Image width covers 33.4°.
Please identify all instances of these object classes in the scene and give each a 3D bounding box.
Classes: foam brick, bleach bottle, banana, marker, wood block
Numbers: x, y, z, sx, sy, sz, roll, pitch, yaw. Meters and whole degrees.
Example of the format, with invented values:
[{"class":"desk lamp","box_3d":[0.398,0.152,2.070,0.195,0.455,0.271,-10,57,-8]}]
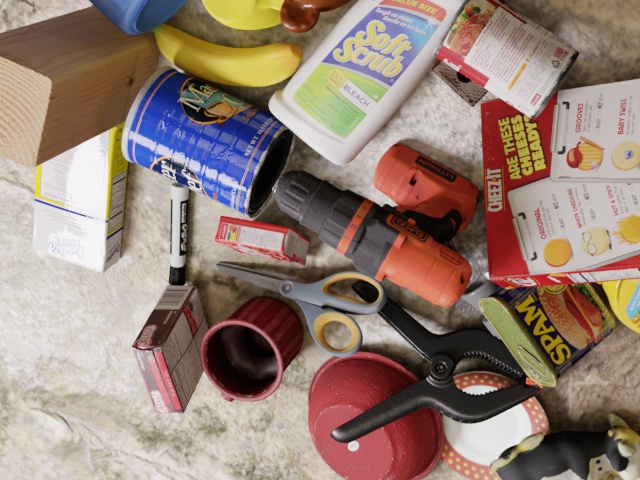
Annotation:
[{"class":"foam brick","box_3d":[0.148,-0.168,0.952,0.053,0.051,0.078,43,118,0]},{"class":"bleach bottle","box_3d":[0.062,-0.191,0.971,0.102,0.068,0.251,40,116,3]},{"class":"banana","box_3d":[-0.091,-0.176,1.025,0.198,0.069,0.037,17,74,30]},{"class":"marker","box_3d":[-0.153,-0.003,1.147,0.020,0.020,0.121,12,114,16]},{"class":"wood block","box_3d":[-0.245,-0.152,1.019,0.090,0.205,0.091,25,117,10]}]

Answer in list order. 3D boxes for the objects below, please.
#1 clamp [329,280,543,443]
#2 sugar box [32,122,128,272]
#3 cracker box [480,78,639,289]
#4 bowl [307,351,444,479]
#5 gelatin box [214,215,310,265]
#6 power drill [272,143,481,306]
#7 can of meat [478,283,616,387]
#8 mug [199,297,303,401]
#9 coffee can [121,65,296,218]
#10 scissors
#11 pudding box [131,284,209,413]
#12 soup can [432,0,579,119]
[{"class":"clamp","box_3d":[0.115,0.120,1.059,0.210,0.036,0.164,-1,74,9]},{"class":"sugar box","box_3d":[-0.258,-0.061,1.151,0.093,0.048,0.176,17,119,14]},{"class":"cracker box","box_3d":[0.252,-0.049,0.912,0.214,0.072,0.164,-6,75,23]},{"class":"bowl","box_3d":[0.045,0.200,1.116,0.162,0.055,0.162,12,117,26]},{"class":"gelatin box","box_3d":[-0.057,0.001,1.074,0.073,0.089,0.030,11,84,15]},{"class":"power drill","box_3d":[0.062,-0.027,0.962,0.184,0.187,0.057,32,119,5]},{"class":"can of meat","box_3d":[0.212,0.070,0.990,0.084,0.057,0.102,-37,94,-14]},{"class":"mug","box_3d":[-0.072,0.120,1.128,0.093,0.081,0.117,27,117,9]},{"class":"coffee can","box_3d":[-0.109,-0.097,1.047,0.140,0.102,0.103,26,117,10]},{"class":"scissors","box_3d":[-0.028,0.069,1.094,0.202,0.016,0.096,0,72,26]},{"class":"pudding box","box_3d":[-0.154,0.114,1.130,0.039,0.113,0.090,-1,123,18]},{"class":"soup can","box_3d":[0.154,-0.156,0.887,0.102,0.068,0.069,33,118,3]}]
